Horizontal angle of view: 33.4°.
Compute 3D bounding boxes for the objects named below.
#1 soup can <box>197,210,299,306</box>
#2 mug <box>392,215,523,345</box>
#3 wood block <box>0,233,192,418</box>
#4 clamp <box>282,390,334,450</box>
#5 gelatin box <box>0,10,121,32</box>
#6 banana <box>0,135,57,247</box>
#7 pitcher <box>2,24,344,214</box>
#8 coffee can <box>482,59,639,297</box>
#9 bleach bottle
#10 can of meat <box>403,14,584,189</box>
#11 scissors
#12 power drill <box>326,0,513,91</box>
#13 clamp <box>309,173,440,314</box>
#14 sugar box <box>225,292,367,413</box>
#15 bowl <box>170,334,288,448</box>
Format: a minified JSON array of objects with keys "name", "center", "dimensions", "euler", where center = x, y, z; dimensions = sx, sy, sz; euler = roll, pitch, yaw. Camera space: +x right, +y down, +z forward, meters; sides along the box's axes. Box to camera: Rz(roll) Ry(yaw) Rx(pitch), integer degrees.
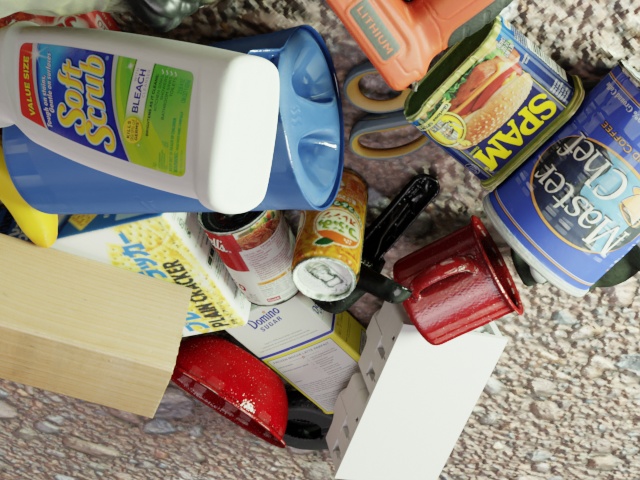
[{"name":"soup can","center":[-0.056,0.001,0.925],"dimensions":[0.069,0.068,0.102],"euler":[-8,137,18]},{"name":"mug","center":[0.110,0.036,0.890],"dimensions":[0.082,0.093,0.117],"euler":[-27,164,15]},{"name":"wood block","center":[-0.225,0.070,0.913],"dimensions":[0.206,0.090,0.090],"euler":[17,140,-10]},{"name":"clamp","center":[0.021,0.196,1.154],"dimensions":[0.210,0.036,0.165],"euler":[14,139,-4]},{"name":"gelatin box","center":[-0.205,-0.164,0.795],"dimensions":[0.089,0.030,0.073],"euler":[-11,135,22]},{"name":"banana","center":[-0.268,-0.058,0.830],"dimensions":[0.070,0.037,0.197],"euler":[-33,135,24]},{"name":"pitcher","center":[-0.107,-0.076,0.812],"dimensions":[0.243,0.144,0.149],"euler":[-4,113,20]},{"name":"coffee can","center":[0.201,-0.043,0.767],"dimensions":[0.102,0.103,0.140],"euler":[33,112,-25]},{"name":"bleach bottle","center":[-0.151,-0.089,0.714],"dimensions":[0.251,0.068,0.102],"euler":[12,99,27]},{"name":"can of meat","center":[0.122,-0.101,0.767],"dimensions":[0.084,0.057,0.102],"euler":[37,119,-16]},{"name":"scissors","center":[0.105,-0.116,0.802],"dimensions":[0.202,0.016,0.096],"euler":[-20,127,23]},{"name":"power drill","center":[0.090,-0.193,0.659],"dimensions":[0.188,0.057,0.184],"euler":[-29,120,19]},{"name":"clamp","center":[0.035,0.025,0.902],"dimensions":[0.039,0.120,0.172],"euler":[34,137,-15]},{"name":"sugar box","center":[-0.008,0.100,1.046],"dimensions":[0.093,0.048,0.176],"euler":[-23,127,29]},{"name":"bowl","center":[-0.089,0.142,1.070],"dimensions":[0.162,0.055,0.162],"euler":[31,164,10]}]
